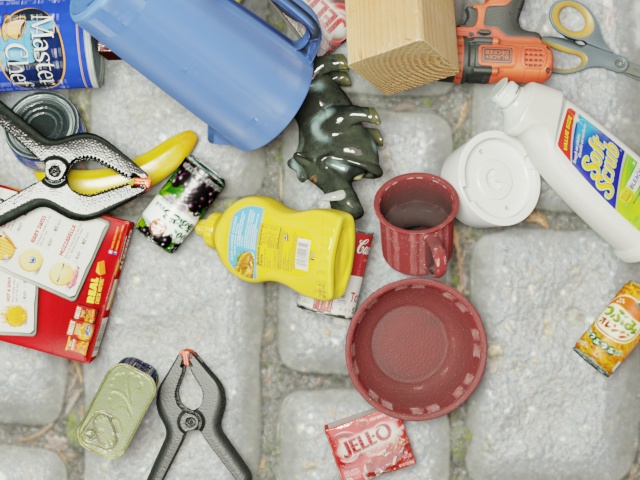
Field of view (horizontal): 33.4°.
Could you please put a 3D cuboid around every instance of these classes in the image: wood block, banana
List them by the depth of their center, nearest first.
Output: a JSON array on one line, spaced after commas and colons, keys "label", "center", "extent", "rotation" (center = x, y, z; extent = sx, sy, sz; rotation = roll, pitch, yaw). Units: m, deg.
[{"label": "wood block", "center": [0.084, -0.274, 1.140], "extent": [0.091, 0.090, 0.206], "rotation": [-13, 68, 31]}, {"label": "banana", "center": [-0.234, -0.079, 1.200], "extent": [0.197, 0.037, 0.069], "rotation": [-7, 92, -3]}]

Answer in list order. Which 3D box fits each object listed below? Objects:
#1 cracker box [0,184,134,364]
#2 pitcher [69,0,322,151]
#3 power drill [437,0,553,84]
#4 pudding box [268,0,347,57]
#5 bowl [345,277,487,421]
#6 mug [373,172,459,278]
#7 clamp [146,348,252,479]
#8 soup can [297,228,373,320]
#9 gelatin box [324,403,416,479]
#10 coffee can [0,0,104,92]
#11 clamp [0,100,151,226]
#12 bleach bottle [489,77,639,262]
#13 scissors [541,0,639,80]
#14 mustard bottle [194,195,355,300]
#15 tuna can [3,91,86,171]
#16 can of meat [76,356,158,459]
[{"label": "cracker box", "center": [-0.331, 0.029, 1.180], "extent": [0.213, 0.072, 0.164], "rotation": [15, 89, -3]}, {"label": "pitcher", "center": [-0.126, -0.214, 1.104], "extent": [0.242, 0.145, 0.149], "rotation": [33, 73, -34]}, {"label": "power drill", "center": [0.170, -0.267, 1.200], "extent": [0.184, 0.057, 0.187], "rotation": [3, 84, -2]}, {"label": "pudding box", "center": [-0.002, -0.273, 1.208], "extent": [0.090, 0.039, 0.113], "rotation": [-40, 94, -2]}, {"label": "bowl", "center": [0.106, 0.121, 1.217], "extent": [0.162, 0.055, 0.162], "rotation": [0, 92, -4]}, {"label": "mug", "center": [0.111, -0.007, 1.179], "extent": [0.093, 0.081, 0.117], "rotation": [-20, 49, -11]}, {"label": "clamp", "center": [-0.135, 0.210, 1.213], "extent": [0.120, 0.039, 0.171], "rotation": [3, 91, -5]}, {"label": "soup can", "center": [0.016, 0.032, 1.203], "extent": [0.068, 0.068, 0.102], "rotation": [13, 91, -4]}, {"label": "gelatin box", "center": [0.057, 0.235, 1.230], "extent": [0.089, 0.030, 0.073], "rotation": [-19, 92, -3]}, {"label": "coffee can", "center": [-0.313, -0.213, 1.158], "extent": [0.140, 0.103, 0.103], "rotation": [-3, 92, -4]}, {"label": "clamp", "center": [-0.286, -0.081, 1.135], "extent": [0.210, 0.036, 0.164], "rotation": [-1, 88, -8]}, {"label": "bleach bottle", "center": [0.286, -0.087, 1.193], "extent": [0.250, 0.068, 0.102], "rotation": [37, 73, -14]}, {"label": "scissors", "center": [0.342, -0.225, 1.243], "extent": [0.201, 0.016, 0.096], "rotation": [6, 91, -4]}, {"label": "mustard bottle", "center": [-0.057, 0.001, 1.172], "extent": [0.192, 0.058, 0.096], "rotation": [12, 102, 29]}, {"label": "tuna can", "center": [-0.305, -0.121, 1.182], "extent": [0.086, 0.034, 0.086], "rotation": [0, 71, 0]}, {"label": "can of meat", "center": [-0.222, 0.182, 1.184], "extent": [0.057, 0.084, 0.102], "rotation": [27, 90, -4]}]
